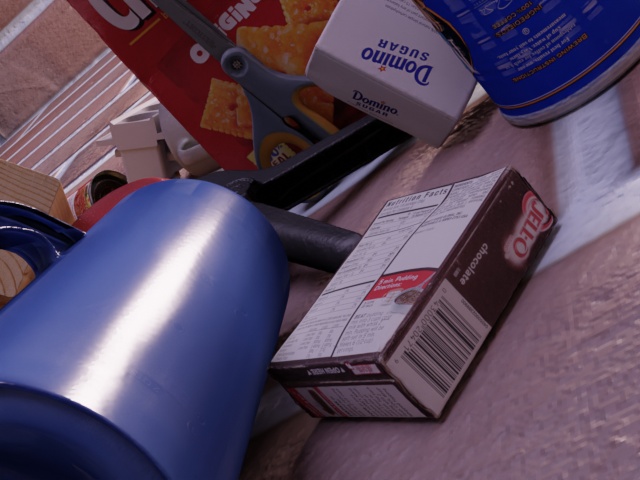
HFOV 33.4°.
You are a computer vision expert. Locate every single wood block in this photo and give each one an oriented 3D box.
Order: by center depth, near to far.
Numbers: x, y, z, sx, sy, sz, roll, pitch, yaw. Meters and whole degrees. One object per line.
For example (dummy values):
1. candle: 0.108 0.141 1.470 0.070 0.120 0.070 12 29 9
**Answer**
1. wood block: -0.243 0.012 0.819 0.206 0.090 0.091 111 178 -74

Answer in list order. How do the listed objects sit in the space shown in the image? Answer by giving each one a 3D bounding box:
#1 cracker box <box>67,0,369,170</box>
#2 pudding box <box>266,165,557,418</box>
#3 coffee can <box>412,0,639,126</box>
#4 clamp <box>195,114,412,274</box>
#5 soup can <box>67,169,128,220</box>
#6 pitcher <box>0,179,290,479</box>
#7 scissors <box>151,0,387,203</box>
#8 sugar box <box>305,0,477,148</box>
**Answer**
1. cracker box: -0.041 -0.145 0.709 0.164 0.213 0.072 -35 20 23
2. pudding box: 0.039 0.024 0.463 0.113 0.039 0.090 -51 19 -28
3. coffee can: 0.095 -0.144 0.547 0.103 0.140 0.103 -38 19 16
4. clamp: -0.037 -0.023 0.650 0.210 0.036 0.164 -8 32 29
5. soup can: -0.223 -0.014 1.021 0.102 0.068 0.068 -31 22 34
6. pitcher: -0.092 0.053 0.465 0.145 0.149 0.242 5 24 7
7. scissors: -0.055 -0.094 0.686 0.096 0.201 0.016 -61 7 22
8. sugar box: 0.069 -0.150 0.641 0.176 0.093 0.048 -62 0 -21
